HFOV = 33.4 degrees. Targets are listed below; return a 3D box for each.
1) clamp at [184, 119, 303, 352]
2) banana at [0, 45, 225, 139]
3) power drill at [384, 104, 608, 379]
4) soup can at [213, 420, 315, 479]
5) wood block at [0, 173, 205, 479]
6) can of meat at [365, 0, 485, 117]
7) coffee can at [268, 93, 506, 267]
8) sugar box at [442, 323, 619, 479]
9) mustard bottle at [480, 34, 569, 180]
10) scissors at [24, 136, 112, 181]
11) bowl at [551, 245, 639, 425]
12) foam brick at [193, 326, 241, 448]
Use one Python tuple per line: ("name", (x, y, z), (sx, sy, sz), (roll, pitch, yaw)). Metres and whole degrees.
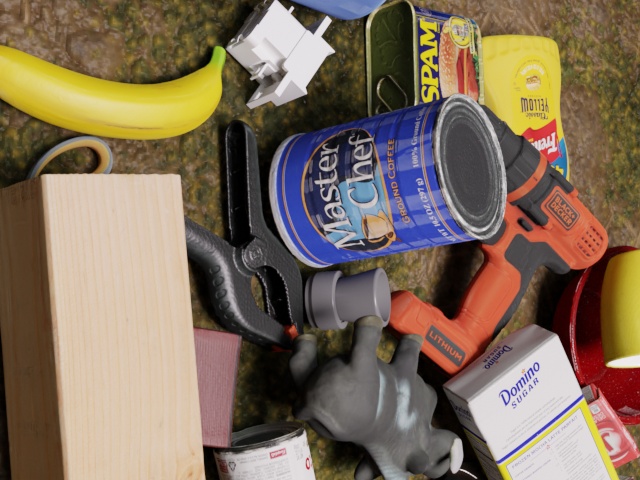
("clamp", (-0.055, 0.001, 0.769), (0.120, 0.039, 0.171), (-48, 120, -29))
("banana", (-0.141, -0.100, 0.722), (0.197, 0.037, 0.070), (-5, 59, -39))
("power drill", (0.125, 0.008, 0.852), (0.184, 0.057, 0.187), (41, 85, -23))
("soup can", (-0.034, 0.185, 0.747), (0.068, 0.069, 0.102), (-12, 92, -36))
("wood block", (-0.136, 0.067, 0.649), (0.090, 0.090, 0.206), (-3, 87, -38))
("can of meat", (0.087, -0.139, 0.876), (0.083, 0.058, 0.102), (2, 85, -39))
("coffee can", (0.048, -0.040, 0.769), (0.102, 0.141, 0.103), (20, 66, -52))
("sugar box", (0.173, 0.161, 0.855), (0.093, 0.048, 0.176), (-34, 113, -15))
("mustard bottle", (0.173, -0.079, 0.930), (0.096, 0.058, 0.191), (-4, 88, -35))
("scissors", (-0.192, 0.017, 0.682), (0.096, 0.016, 0.201), (49, 61, -22))
("bowl", (0.263, 0.087, 0.980), (0.161, 0.055, 0.162), (4, 83, -36))
("foam brick", (-0.091, 0.099, 0.724), (0.051, 0.053, 0.078), (12, 77, -35))
